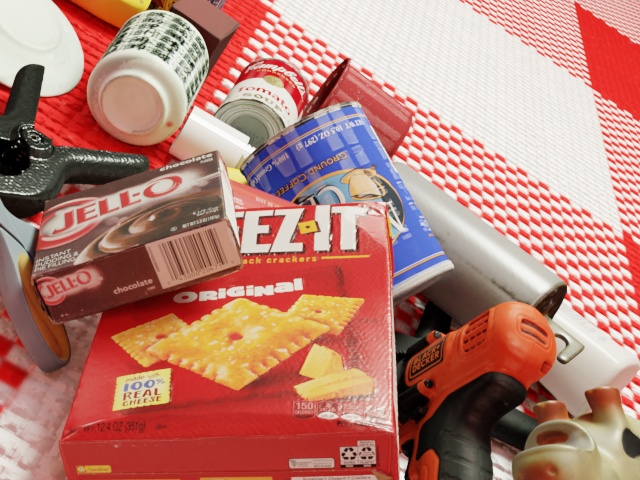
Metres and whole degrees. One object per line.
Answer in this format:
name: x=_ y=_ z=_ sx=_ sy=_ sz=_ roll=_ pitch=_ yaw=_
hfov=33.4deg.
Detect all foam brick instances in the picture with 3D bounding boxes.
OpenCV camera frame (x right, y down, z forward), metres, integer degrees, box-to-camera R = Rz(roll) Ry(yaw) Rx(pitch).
foam brick: x=-0.116 y=-0.166 z=0.924 sx=0.051 sy=0.078 sz=0.053 roll=36 pitch=29 yaw=-3

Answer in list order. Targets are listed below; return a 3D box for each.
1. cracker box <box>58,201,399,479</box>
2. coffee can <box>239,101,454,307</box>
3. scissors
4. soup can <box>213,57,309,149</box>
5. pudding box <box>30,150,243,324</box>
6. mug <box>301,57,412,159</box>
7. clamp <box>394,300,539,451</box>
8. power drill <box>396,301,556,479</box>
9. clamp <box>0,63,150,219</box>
cracker box: x=-0.039 y=0.060 z=0.600 sx=0.164 sy=0.072 sz=0.213 roll=-2 pitch=33 yaw=4
coffee can: x=0.019 y=-0.015 z=0.778 sx=0.102 sy=0.103 sz=0.140 roll=-17 pitch=76 yaw=-56
scissors: x=-0.180 y=-0.023 z=0.592 sx=0.096 sy=0.016 sz=0.202 roll=-97 pitch=169 yaw=-75
soup can: x=-0.052 y=-0.109 z=0.919 sx=0.068 sy=0.069 sz=0.102 roll=32 pitch=30 yaw=-7
pudding box: x=-0.104 y=-0.004 z=0.608 sx=0.113 sy=0.039 sz=0.090 roll=-15 pitch=31 yaw=0
mug: x=0.026 y=-0.098 z=0.980 sx=0.081 sy=0.093 sz=0.117 roll=35 pitch=59 yaw=-11
clamp: x=0.090 y=0.109 z=0.777 sx=0.165 sy=0.036 sz=0.209 roll=48 pitch=27 yaw=23
power drill: x=0.052 y=0.140 z=0.591 sx=0.057 sy=0.185 sz=0.187 roll=28 pitch=49 yaw=-16
clamp: x=-0.204 y=-0.066 z=0.722 sx=0.120 sy=0.039 sz=0.171 roll=41 pitch=29 yaw=12
